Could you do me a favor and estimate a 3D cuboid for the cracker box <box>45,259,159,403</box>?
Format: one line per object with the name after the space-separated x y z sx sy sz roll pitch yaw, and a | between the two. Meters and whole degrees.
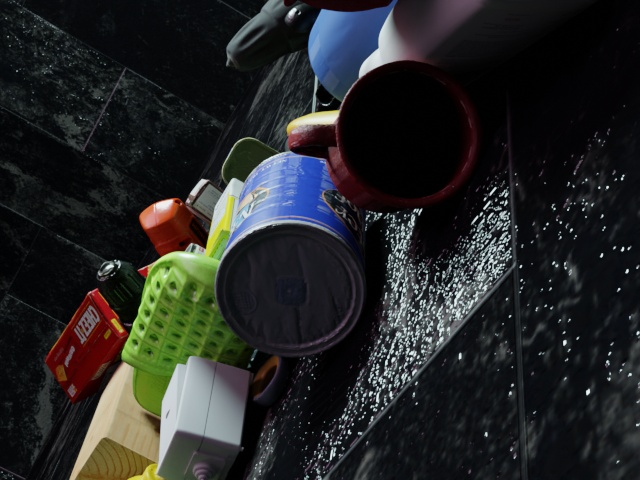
-0.200 0.085 1.250 0.213 0.072 0.164 -27 -16 -44 | cracker box

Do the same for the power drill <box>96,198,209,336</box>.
-0.156 0.043 1.076 0.057 0.184 0.187 -20 37 16 | power drill

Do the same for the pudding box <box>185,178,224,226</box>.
-0.090 -0.020 1.154 0.039 0.113 0.090 -56 11 -4 | pudding box

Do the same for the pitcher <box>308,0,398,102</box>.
0.082 -0.212 0.835 0.149 0.145 0.243 -23 -14 -30 | pitcher

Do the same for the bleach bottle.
0.082 -0.135 0.697 0.251 0.102 0.068 147 114 -66 | bleach bottle

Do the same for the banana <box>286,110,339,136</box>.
0.034 -0.087 0.860 0.198 0.069 0.037 -154 65 -68 | banana

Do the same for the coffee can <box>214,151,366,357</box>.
-0.017 0.006 0.779 0.103 0.102 0.140 -56 11 23 | coffee can

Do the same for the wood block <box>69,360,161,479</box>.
-0.182 0.195 1.076 0.090 0.090 0.206 -57 11 17 | wood block

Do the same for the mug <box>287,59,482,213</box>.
0.037 -0.061 0.692 0.081 0.117 0.093 151 118 -79 | mug

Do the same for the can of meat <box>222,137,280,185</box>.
-0.057 -0.067 1.158 0.057 0.102 0.084 -61 9 0 | can of meat

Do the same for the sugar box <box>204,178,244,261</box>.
-0.057 0.002 0.998 0.048 0.093 0.176 -58 10 12 | sugar box

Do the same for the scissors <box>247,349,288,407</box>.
-0.054 0.114 0.901 0.202 0.016 0.096 -46 18 53 | scissors
